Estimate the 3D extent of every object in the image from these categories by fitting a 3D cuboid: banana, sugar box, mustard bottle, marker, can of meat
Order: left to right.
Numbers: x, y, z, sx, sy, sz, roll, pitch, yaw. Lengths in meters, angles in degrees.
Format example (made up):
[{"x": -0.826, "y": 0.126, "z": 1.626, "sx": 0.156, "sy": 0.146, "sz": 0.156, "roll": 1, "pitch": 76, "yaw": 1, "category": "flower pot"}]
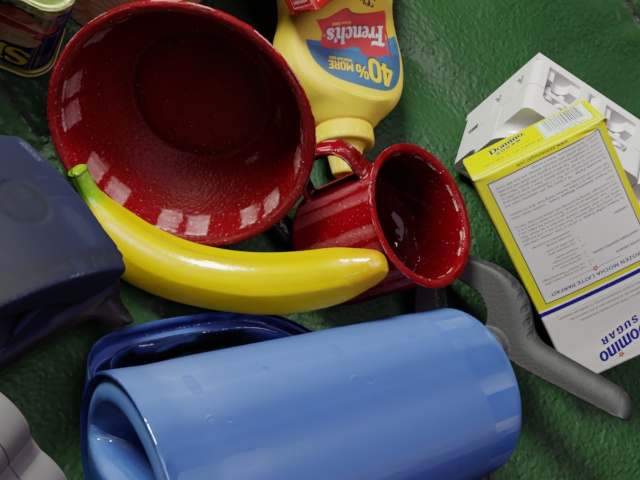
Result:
[{"x": -0.196, "y": -0.151, "z": 0.633, "sx": 0.102, "sy": 0.084, "sz": 0.057, "roll": 20, "pitch": 66, "yaw": -18, "category": "can of meat"}, {"x": -0.061, "y": 0.013, "z": 0.639, "sx": 0.198, "sy": 0.070, "sz": 0.037, "roll": 15, "pitch": 44, "yaw": 2, "category": "banana"}, {"x": -0.054, "y": -0.043, "z": 0.702, "sx": 0.020, "sy": 0.020, "sz": 0.121, "roll": -40, "pitch": 92, "yaw": -30, "category": "marker"}, {"x": 0.012, "y": -0.135, "z": 0.739, "sx": 0.096, "sy": 0.058, "sz": 0.191, "roll": 9, "pitch": 70, "yaw": -35, "category": "mustard bottle"}, {"x": 0.175, "y": 0.004, "z": 0.723, "sx": 0.093, "sy": 0.048, "sz": 0.176, "roll": -26, "pitch": 115, "yaw": 8, "category": "sugar box"}]

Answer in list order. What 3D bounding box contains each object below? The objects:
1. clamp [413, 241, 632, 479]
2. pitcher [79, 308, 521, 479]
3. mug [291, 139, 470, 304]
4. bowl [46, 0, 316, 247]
[{"x": 0.108, "y": 0.082, "z": 0.710, "sx": 0.120, "sy": 0.039, "sz": 0.171, "roll": -41, "pitch": 72, "yaw": 9, "category": "clamp"}, {"x": -0.011, "y": 0.107, "z": 0.619, "sx": 0.242, "sy": 0.145, "sz": 0.149, "roll": -12, "pitch": 91, "yaw": -31, "category": "pitcher"}, {"x": 0.028, "y": -0.014, "z": 0.680, "sx": 0.117, "sy": 0.082, "sz": 0.093, "roll": 48, "pitch": 47, "yaw": -21, "category": "mug"}, {"x": -0.079, "y": -0.077, "z": 0.645, "sx": 0.162, "sy": 0.162, "sz": 0.055, "roll": 33, "pitch": 32, "yaw": -12, "category": "bowl"}]
